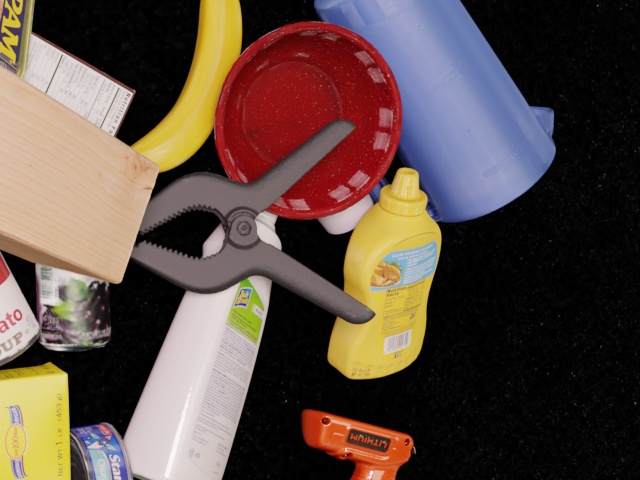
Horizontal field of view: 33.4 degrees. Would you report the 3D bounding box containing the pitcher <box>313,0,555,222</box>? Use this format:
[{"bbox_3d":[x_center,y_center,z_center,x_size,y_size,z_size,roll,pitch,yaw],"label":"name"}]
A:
[{"bbox_3d":[0.091,-0.138,0.960,0.242,0.145,0.149,54,41,-22],"label":"pitcher"}]

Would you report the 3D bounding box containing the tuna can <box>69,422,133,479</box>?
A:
[{"bbox_3d":[-0.175,0.184,0.812,0.033,0.086,0.086,-3,95,-34],"label":"tuna can"}]

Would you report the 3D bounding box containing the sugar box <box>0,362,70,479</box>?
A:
[{"bbox_3d":[-0.269,0.144,0.757,0.175,0.048,0.093,-4,96,-31],"label":"sugar box"}]

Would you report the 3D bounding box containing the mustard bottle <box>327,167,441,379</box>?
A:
[{"bbox_3d":[0.062,0.026,0.946,0.096,0.058,0.192,-13,124,-36],"label":"mustard bottle"}]

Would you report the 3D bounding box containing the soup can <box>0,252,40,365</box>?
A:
[{"bbox_3d":[-0.251,0.036,0.758,0.068,0.069,0.102,-34,113,-29],"label":"soup can"}]

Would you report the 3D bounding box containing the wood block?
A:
[{"bbox_3d":[-0.204,-0.048,0.672,0.205,0.090,0.091,34,70,-61],"label":"wood block"}]

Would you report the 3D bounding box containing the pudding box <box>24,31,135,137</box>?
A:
[{"bbox_3d":[-0.206,-0.098,0.798,0.113,0.039,0.090,30,76,-35],"label":"pudding box"}]

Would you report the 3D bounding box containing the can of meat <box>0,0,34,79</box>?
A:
[{"bbox_3d":[-0.243,-0.159,0.722,0.084,0.057,0.102,43,45,-63],"label":"can of meat"}]

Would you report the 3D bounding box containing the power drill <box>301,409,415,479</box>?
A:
[{"bbox_3d":[0.001,0.250,0.952,0.184,0.057,0.187,17,81,-24],"label":"power drill"}]

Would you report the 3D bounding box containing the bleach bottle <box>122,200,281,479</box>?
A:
[{"bbox_3d":[-0.084,0.082,0.879,0.102,0.068,0.250,51,55,-60],"label":"bleach bottle"}]

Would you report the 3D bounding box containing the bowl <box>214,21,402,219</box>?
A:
[{"bbox_3d":[-0.016,-0.101,0.888,0.162,0.055,0.162,-5,105,-18],"label":"bowl"}]

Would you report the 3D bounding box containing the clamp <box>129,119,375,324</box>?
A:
[{"bbox_3d":[-0.055,0.001,0.834,0.209,0.036,0.164,-12,86,-13],"label":"clamp"}]

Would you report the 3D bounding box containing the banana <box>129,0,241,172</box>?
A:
[{"bbox_3d":[-0.105,-0.127,0.868,0.069,0.037,0.197,37,72,-33],"label":"banana"}]
